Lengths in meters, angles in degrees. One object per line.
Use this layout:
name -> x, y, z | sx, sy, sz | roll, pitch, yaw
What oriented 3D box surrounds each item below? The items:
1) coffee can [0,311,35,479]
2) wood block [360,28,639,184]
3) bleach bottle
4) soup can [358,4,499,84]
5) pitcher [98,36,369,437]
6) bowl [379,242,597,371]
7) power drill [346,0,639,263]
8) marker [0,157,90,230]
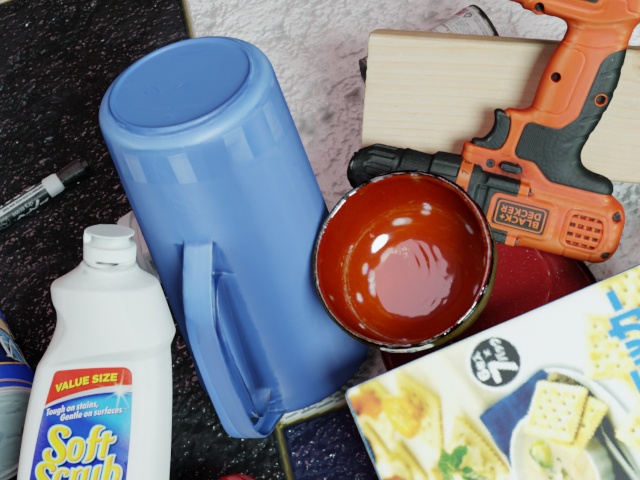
coffee can -> -0.268, 0.099, 0.785 | 0.102, 0.102, 0.140 | -35, 54, -7
wood block -> 0.137, -0.098, 0.757 | 0.206, 0.091, 0.090 | 5, 14, 8
bleach bottle -> -0.143, 0.113, 0.662 | 0.103, 0.251, 0.068 | 9, 17, 13
soup can -> 0.090, -0.136, 0.851 | 0.102, 0.068, 0.068 | -27, 54, -2
pitcher -> -0.055, 0.001, 0.692 | 0.145, 0.243, 0.149 | -34, 44, -16
bowl -> 0.113, 0.044, 0.733 | 0.162, 0.055, 0.162 | -8, 56, 12
power drill -> 0.121, -0.090, 0.686 | 0.184, 0.188, 0.057 | 15, 18, 7
marker -> -0.251, -0.034, 0.919 | 0.121, 0.020, 0.020 | -34, 54, -6
